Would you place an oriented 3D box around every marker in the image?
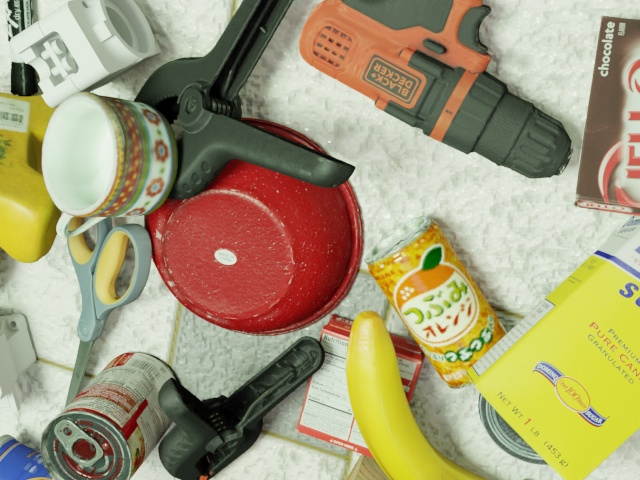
[{"bbox_3d":[-0.206,-0.155,0.730,0.020,0.020,0.121,6,111,12],"label":"marker"}]

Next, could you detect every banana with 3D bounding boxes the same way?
[{"bbox_3d":[0.065,0.131,0.723,0.069,0.037,0.197,-47,116,-10],"label":"banana"}]

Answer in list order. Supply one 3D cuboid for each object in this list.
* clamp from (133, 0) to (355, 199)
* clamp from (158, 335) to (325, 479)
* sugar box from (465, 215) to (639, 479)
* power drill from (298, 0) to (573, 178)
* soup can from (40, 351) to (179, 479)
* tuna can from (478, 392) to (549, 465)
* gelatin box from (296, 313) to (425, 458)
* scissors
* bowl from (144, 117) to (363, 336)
[{"bbox_3d":[-0.063,-0.074,0.665,0.210,0.036,0.164,-30,61,34],"label":"clamp"},{"bbox_3d":[-0.078,0.128,0.744,0.172,0.120,0.039,-57,48,41],"label":"clamp"},{"bbox_3d":[0.186,0.058,0.660,0.176,0.048,0.093,-44,94,6],"label":"sugar box"},{"bbox_3d":[0.098,-0.146,0.633,0.184,0.057,0.188,28,113,4],"label":"power drill"},{"bbox_3d":[-0.148,0.130,0.770,0.068,0.102,0.068,5,110,13],"label":"soup can"},{"bbox_3d":[0.150,0.108,0.721,0.086,0.033,0.086,5,110,13],"label":"tuna can"},{"bbox_3d":[0.029,0.104,0.754,0.073,0.030,0.089,17,112,10],"label":"gelatin box"},{"bbox_3d":[-0.177,0.044,0.790,0.096,0.016,0.202,56,133,20],"label":"scissors"},{"bbox_3d":[-0.055,0.001,0.726,0.162,0.055,0.162,5,110,13],"label":"bowl"}]
